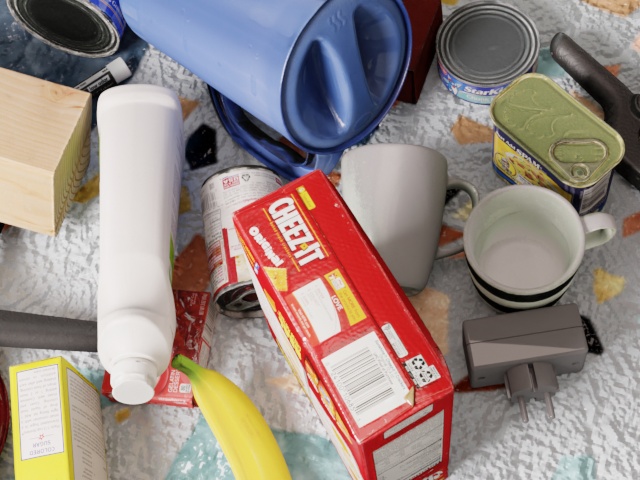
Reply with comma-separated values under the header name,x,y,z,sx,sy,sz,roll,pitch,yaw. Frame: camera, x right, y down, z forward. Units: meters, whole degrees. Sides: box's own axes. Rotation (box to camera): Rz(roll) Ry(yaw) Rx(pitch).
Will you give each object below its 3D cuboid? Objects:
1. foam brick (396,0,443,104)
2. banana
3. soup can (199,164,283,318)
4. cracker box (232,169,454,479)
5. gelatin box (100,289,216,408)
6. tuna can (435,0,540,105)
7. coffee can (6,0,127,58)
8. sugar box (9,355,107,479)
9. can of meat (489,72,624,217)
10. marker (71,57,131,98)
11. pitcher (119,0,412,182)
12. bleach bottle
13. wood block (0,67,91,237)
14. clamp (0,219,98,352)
name,x,y,z,sx,sy,sz,roll,pitch,yaw
foam brick,0.067,-0.164,0.896,0.051,0.053,0.078,16,68,15
banana,-0.049,0.170,0.752,0.037,0.069,0.198,-40,67,31
soup can,-0.055,0.001,0.828,0.068,0.068,0.102,-12,64,3
cracker box,0.020,0.076,0.701,0.072,0.213,0.164,-28,65,-7
gelatin box,-0.124,0.082,0.821,0.073,0.030,0.089,3,65,10
tuna can,0.140,-0.157,0.893,0.086,0.034,0.086,-3,65,7
coffee can,-0.203,-0.249,0.947,0.103,0.103,0.140,12,68,13
sugar box,-0.180,0.180,0.749,0.048,0.093,0.176,-10,64,4
can of meat,0.177,-0.065,0.817,0.057,0.084,0.102,-40,66,-11
marker,-0.221,-0.121,0.936,0.121,0.020,0.020,-34,65,-8
pitcher,-0.056,-0.164,0.860,0.243,0.144,0.149,33,84,38
bleach bottle,-0.135,0.003,0.789,0.068,0.102,0.251,-3,49,-4
wood block,-0.298,-0.088,0.857,0.206,0.090,0.090,16,54,-2
clamp,-0.283,0.048,0.809,0.209,0.036,0.165,-16,52,-39
